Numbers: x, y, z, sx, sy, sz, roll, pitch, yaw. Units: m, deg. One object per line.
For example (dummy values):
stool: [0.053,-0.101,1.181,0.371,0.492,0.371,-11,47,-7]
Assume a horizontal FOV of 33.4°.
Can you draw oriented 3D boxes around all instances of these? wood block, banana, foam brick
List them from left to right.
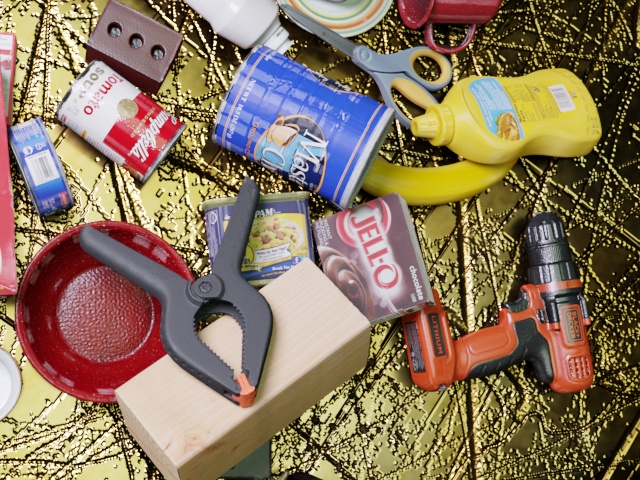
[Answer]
foam brick: [-0.174,-0.180,0.998,0.078,0.051,0.053,26,78,-11]
wood block: [-0.063,0.120,0.931,0.205,0.090,0.091,-35,65,-21]
banana: [0.109,-0.068,1.066,0.197,0.037,0.069,3,83,-14]

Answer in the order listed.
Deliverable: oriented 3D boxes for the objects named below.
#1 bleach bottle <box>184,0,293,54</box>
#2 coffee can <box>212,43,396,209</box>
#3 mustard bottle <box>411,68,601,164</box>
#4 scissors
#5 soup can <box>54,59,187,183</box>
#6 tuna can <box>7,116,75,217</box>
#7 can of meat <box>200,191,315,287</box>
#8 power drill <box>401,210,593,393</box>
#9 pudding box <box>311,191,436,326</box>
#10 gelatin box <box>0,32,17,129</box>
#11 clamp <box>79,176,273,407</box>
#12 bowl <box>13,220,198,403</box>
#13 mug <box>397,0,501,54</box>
bleach bottle: [-0.122,-0.271,1.011,0.250,0.068,0.102,43,32,-13]
coffee can: [-0.015,-0.105,0.989,0.140,0.103,0.102,27,77,4]
mustard bottle: [0.179,-0.122,1.066,0.191,0.058,0.096,-8,61,-21]
scissors: [0.057,-0.192,1.064,0.201,0.016,0.096,44,68,-16]
soup can: [-0.182,-0.109,0.979,0.102,0.069,0.068,37,75,-7]
tuna can: [-0.249,-0.064,0.947,0.033,0.086,0.086,-22,89,-15]
can of meat: [-0.056,0.001,1.004,0.102,0.057,0.084,-5,86,-16]
power drill: [0.175,0.069,1.056,0.187,0.057,0.184,-7,82,-14]
pudding box: [0.050,0.021,1.009,0.090,0.039,0.113,-20,76,17]
gelatin box: [-0.315,-0.147,0.969,0.073,0.030,0.089,3,83,-13]
clamp: [-0.090,0.040,0.906,0.164,0.036,0.210,-25,63,-17]
bowl: [-0.192,0.065,0.961,0.162,0.055,0.162,2,82,-14]
mug: [0.131,-0.246,1.071,0.081,0.093,0.117,-2,95,-20]
